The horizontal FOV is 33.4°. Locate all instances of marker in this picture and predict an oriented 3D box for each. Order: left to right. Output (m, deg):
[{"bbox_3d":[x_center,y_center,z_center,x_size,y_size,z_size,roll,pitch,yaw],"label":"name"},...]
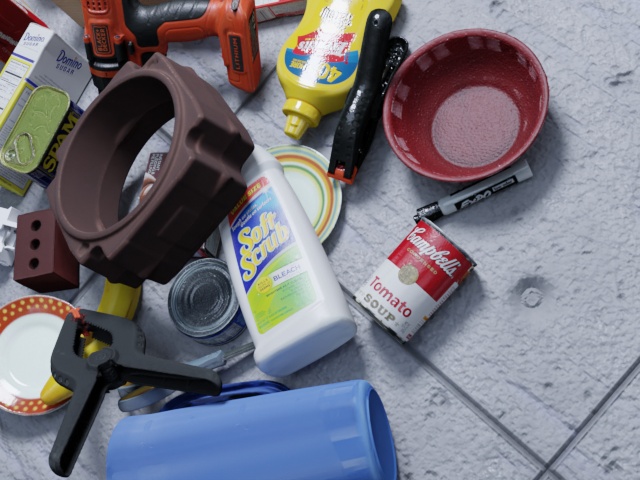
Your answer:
[{"bbox_3d":[0.145,-0.045,1.029,0.121,0.020,0.020,-25,64,12],"label":"marker"}]

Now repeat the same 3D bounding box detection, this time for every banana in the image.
[{"bbox_3d":[-0.231,0.083,1.117,0.070,0.037,0.197,5,67,26],"label":"banana"}]

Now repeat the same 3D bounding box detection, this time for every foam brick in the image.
[{"bbox_3d":[-0.298,0.012,1.166,0.053,0.051,0.078,-10,68,18],"label":"foam brick"}]

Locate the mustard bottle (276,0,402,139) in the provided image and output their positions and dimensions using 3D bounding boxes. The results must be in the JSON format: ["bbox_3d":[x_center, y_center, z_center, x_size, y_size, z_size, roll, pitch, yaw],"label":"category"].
[{"bbox_3d":[0.008,-0.194,1.116,0.096,0.058,0.191,21,80,15],"label":"mustard bottle"}]

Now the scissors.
[{"bbox_3d":[-0.114,0.126,1.039,0.202,0.096,0.016,-19,100,16],"label":"scissors"}]

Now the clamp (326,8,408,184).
[{"bbox_3d":[0.044,-0.144,1.054,0.039,0.120,0.171,16,82,20],"label":"clamp"}]

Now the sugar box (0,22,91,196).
[{"bbox_3d":[-0.335,-0.148,1.217,0.048,0.093,0.176,21,79,26],"label":"sugar box"}]

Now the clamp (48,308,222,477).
[{"bbox_3d":[-0.190,0.120,1.005,0.164,0.036,0.210,-22,35,-10],"label":"clamp"}]

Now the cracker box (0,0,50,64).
[{"bbox_3d":[-0.434,-0.312,1.275,0.072,0.164,0.214,-45,61,3],"label":"cracker box"}]

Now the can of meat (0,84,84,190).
[{"bbox_3d":[-0.296,-0.108,1.191,0.058,0.083,0.102,21,80,26],"label":"can of meat"}]

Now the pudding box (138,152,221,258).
[{"bbox_3d":[-0.145,-0.038,1.130,0.090,0.039,0.113,1,71,22],"label":"pudding box"}]

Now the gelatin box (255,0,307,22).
[{"bbox_3d":[-0.047,-0.285,1.187,0.089,0.030,0.073,-7,67,19],"label":"gelatin box"}]

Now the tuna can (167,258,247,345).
[{"bbox_3d":[-0.111,0.062,1.083,0.086,0.033,0.086,-7,69,19],"label":"tuna can"}]

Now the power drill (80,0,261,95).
[{"bbox_3d":[-0.161,-0.201,1.149,0.187,0.184,0.057,2,39,6],"label":"power drill"}]

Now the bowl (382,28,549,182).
[{"bbox_3d":[0.145,-0.122,1.037,0.162,0.055,0.162,-7,69,19],"label":"bowl"}]

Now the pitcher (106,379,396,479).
[{"bbox_3d":[-0.059,0.195,0.971,0.243,0.145,0.149,-14,78,12],"label":"pitcher"}]

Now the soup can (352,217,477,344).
[{"bbox_3d":[0.087,0.038,0.995,0.102,0.068,0.069,-48,62,0],"label":"soup can"}]

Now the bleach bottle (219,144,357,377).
[{"bbox_3d":[-0.057,0.001,1.046,0.102,0.068,0.251,-31,62,9],"label":"bleach bottle"}]
